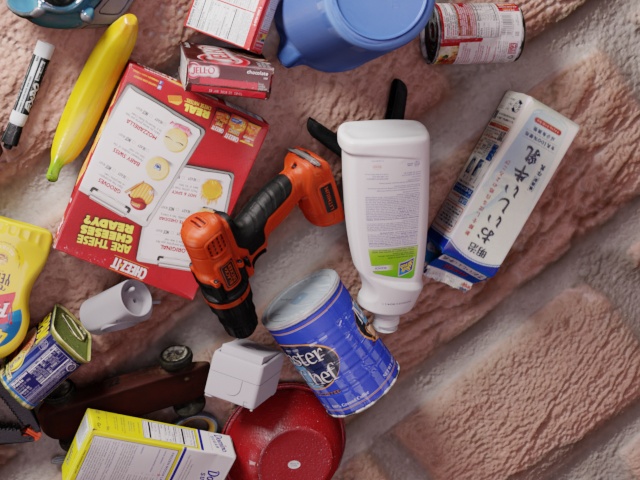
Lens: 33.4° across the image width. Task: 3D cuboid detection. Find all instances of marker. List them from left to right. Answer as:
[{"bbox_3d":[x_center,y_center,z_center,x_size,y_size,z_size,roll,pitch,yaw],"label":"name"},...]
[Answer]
[{"bbox_3d":[-0.313,-0.154,1.137,0.020,0.020,0.121,21,99,-16],"label":"marker"}]

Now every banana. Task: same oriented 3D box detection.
[{"bbox_3d":[-0.237,-0.154,1.121,0.037,0.070,0.198,19,110,-28],"label":"banana"}]

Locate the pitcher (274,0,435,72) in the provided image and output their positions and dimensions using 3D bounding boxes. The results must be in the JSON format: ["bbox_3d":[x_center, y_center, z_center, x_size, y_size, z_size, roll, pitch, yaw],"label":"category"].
[{"bbox_3d":[0.041,-0.246,1.070,0.145,0.243,0.149,2,97,-11],"label":"pitcher"}]

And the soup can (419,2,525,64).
[{"bbox_3d":[0.169,-0.232,1.192,0.102,0.068,0.068,-3,105,-11],"label":"soup can"}]

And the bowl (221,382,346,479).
[{"bbox_3d":[-0.037,0.254,1.272,0.162,0.055,0.162,-4,105,-17],"label":"bowl"}]

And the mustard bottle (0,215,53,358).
[{"bbox_3d":[-0.358,0.069,1.146,0.096,0.058,0.191,16,89,-15],"label":"mustard bottle"}]

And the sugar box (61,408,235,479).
[{"bbox_3d":[-0.196,0.253,1.220,0.176,0.048,0.093,16,116,-27],"label":"sugar box"}]

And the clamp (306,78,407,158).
[{"bbox_3d":[0.056,-0.090,1.221,0.120,0.039,0.171,-14,108,0],"label":"clamp"}]

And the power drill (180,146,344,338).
[{"bbox_3d":[-0.058,0.001,1.169,0.187,0.057,0.184,-43,142,-22],"label":"power drill"}]

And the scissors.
[{"bbox_3d":[-0.207,0.237,1.259,0.201,0.016,0.096,13,102,-16],"label":"scissors"}]

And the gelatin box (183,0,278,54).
[{"bbox_3d":[-0.093,-0.247,1.131,0.089,0.030,0.073,24,100,24],"label":"gelatin box"}]

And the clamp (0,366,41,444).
[{"bbox_3d":[-0.411,0.176,1.188,0.210,0.036,0.164,40,87,-19],"label":"clamp"}]

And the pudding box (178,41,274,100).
[{"bbox_3d":[-0.102,-0.179,1.125,0.090,0.113,0.039,5,106,-13],"label":"pudding box"}]

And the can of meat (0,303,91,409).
[{"bbox_3d":[-0.301,0.127,1.169,0.084,0.102,0.057,-41,109,3],"label":"can of meat"}]

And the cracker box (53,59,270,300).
[{"bbox_3d":[-0.174,-0.066,1.162,0.164,0.072,0.214,22,99,-16],"label":"cracker box"}]

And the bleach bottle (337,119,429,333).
[{"bbox_3d":[0.069,-0.008,1.205,0.102,0.068,0.251,-3,117,-5],"label":"bleach bottle"}]

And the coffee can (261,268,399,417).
[{"bbox_3d":[0.012,0.118,1.230,0.103,0.103,0.140,-35,108,-2],"label":"coffee can"}]
